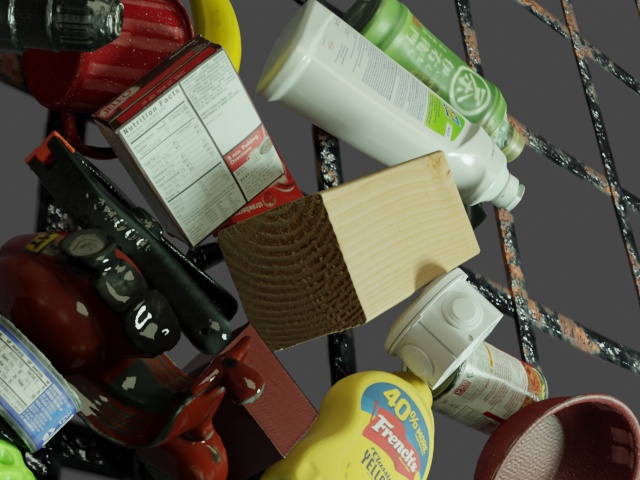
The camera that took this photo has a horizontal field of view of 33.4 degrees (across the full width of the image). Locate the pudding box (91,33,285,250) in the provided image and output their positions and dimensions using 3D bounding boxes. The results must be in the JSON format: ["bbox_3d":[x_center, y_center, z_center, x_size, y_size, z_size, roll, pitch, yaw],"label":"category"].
[{"bbox_3d":[-0.083,-0.063,0.698,0.090,0.039,0.113,-40,130,-15],"label":"pudding box"}]

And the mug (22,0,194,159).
[{"bbox_3d":[-0.144,-0.112,0.707,0.081,0.093,0.117,-1,101,-44],"label":"mug"}]

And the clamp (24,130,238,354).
[{"bbox_3d":[-0.111,0.004,0.654,0.171,0.039,0.120,43,-4,-14],"label":"clamp"}]

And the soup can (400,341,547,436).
[{"bbox_3d":[0.122,0.113,0.849,0.102,0.069,0.068,28,45,-33],"label":"soup can"}]

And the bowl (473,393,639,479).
[{"bbox_3d":[0.172,0.182,0.824,0.161,0.162,0.055,26,4,-35],"label":"bowl"}]

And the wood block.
[{"bbox_3d":[0.028,0.002,0.779,0.205,0.090,0.091,-24,93,-59],"label":"wood block"}]

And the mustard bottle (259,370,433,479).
[{"bbox_3d":[0.032,0.145,0.730,0.096,0.058,0.191,59,35,-10],"label":"mustard bottle"}]

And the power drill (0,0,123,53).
[{"bbox_3d":[-0.194,-0.179,0.646,0.184,0.057,0.187,7,42,1],"label":"power drill"}]

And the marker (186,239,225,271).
[{"bbox_3d":[-0.055,0.001,0.770,0.120,0.020,0.020,-23,82,-53],"label":"marker"}]

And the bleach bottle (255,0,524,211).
[{"bbox_3d":[0.070,-0.098,0.913,0.250,0.068,0.102,33,41,-15],"label":"bleach bottle"}]

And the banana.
[{"bbox_3d":[-0.094,-0.139,0.818,0.069,0.037,0.198,16,49,-19],"label":"banana"}]

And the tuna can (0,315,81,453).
[{"bbox_3d":[-0.163,0.067,0.541,0.086,0.086,0.033,49,67,-11],"label":"tuna can"}]

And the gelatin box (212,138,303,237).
[{"bbox_3d":[-0.061,-0.049,0.790,0.089,0.030,0.073,-23,82,-53],"label":"gelatin box"}]

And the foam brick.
[{"bbox_3d":[-0.049,0.102,0.673,0.078,0.053,0.051,54,36,-5],"label":"foam brick"}]
